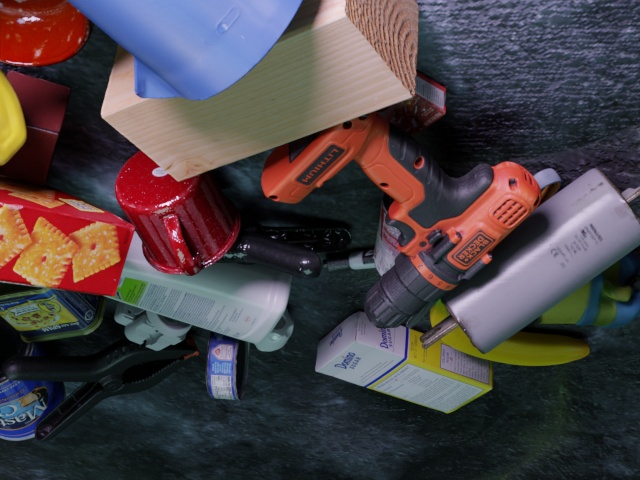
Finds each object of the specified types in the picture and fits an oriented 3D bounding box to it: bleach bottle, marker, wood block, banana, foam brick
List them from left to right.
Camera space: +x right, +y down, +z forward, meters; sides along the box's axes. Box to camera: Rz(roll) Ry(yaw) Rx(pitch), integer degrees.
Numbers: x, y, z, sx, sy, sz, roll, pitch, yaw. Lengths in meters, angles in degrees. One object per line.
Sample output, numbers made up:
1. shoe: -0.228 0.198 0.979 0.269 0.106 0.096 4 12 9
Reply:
1. foam brick: -0.240 -0.091 0.873 0.053 0.051 0.078 16 145 -15
2. bleach bottle: -0.161 0.030 1.039 0.250 0.068 0.103 17 145 -13
3. wood block: -0.042 -0.127 0.755 0.206 0.090 0.090 -17 141 31
4. marker: 0.060 0.017 1.025 0.121 0.020 0.020 -6 145 17
5. banana: 0.187 0.101 1.120 0.197 0.037 0.070 20 145 -22

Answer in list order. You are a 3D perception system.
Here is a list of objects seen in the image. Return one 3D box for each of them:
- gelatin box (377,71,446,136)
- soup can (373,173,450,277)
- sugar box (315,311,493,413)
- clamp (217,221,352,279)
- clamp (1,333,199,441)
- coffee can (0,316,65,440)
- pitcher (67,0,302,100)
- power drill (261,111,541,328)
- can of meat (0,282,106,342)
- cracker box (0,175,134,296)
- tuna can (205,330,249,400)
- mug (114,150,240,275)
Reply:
1. gelatin box: 0.042 -0.103 0.834 0.073 0.030 0.089 26 141 -27
2. soup can: 0.083 -0.009 0.938 0.068 0.068 0.102 5 147 1
3. sugar box: 0.093 0.136 1.181 0.176 0.048 0.093 23 143 -19
4. clamp: -0.056 0.001 0.977 0.172 0.039 0.120 10 -170 23
5. clamp: -0.239 0.154 1.184 0.209 0.036 0.165 -15 146 -18
6. coffee can: -0.358 0.153 1.216 0.103 0.103 0.140 2 147 5
7. pitcher: -0.120 -0.208 0.624 0.145 0.149 0.242 -9 144 47
8. power drill: 0.049 -0.024 0.829 0.187 0.057 0.185 31 119 -26
9. can of meat: -0.288 0.057 1.102 0.102 0.057 0.084 -10 142 20
10. cracker box: -0.284 -0.020 0.856 0.164 0.072 0.213 21 -176 40
11. tuna can: -0.100 0.130 1.160 0.034 0.086 0.086 3 147 6
12. mug: -0.123 -0.022 0.908 0.093 0.117 0.081 -18 139 5
